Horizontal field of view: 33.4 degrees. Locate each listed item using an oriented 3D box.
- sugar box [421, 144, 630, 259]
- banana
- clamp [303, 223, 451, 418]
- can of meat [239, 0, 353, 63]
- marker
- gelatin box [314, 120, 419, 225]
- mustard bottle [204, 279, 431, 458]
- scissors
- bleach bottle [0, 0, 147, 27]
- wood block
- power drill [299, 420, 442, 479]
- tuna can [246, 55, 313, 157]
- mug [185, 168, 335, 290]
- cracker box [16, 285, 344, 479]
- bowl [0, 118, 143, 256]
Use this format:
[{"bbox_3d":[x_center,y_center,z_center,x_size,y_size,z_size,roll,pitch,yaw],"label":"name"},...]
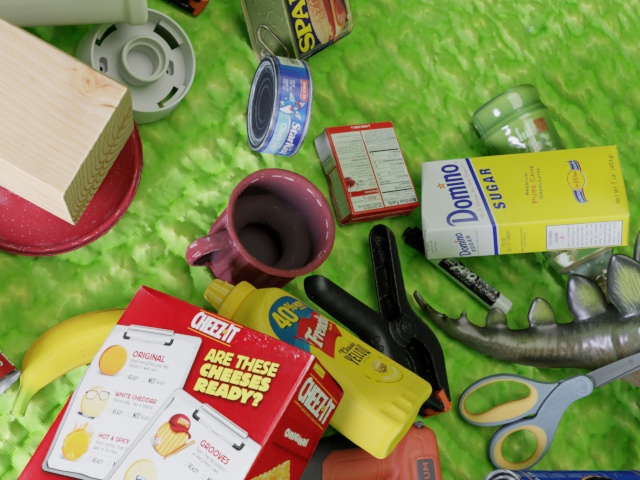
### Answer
[{"bbox_3d":[0.179,-0.035,0.950,0.176,0.048,0.093,-3,46,8],"label":"sugar box"},{"bbox_3d":[-0.148,0.086,0.832,0.197,0.037,0.069,-8,92,-25],"label":"banana"},{"bbox_3d":[0.064,0.070,0.921,0.171,0.039,0.120,55,50,-13],"label":"clamp"},{"bbox_3d":[-0.022,-0.216,0.972,0.083,0.058,0.102,-36,126,-34],"label":"can of meat"},{"bbox_3d":[0.125,0.028,0.983,0.121,0.020,0.020,38,60,-7],"label":"marker"},{"bbox_3d":[0.042,-0.062,0.975,0.073,0.030,0.089,-10,75,-28],"label":"gelatin box"},{"bbox_3d":[-0.010,0.089,0.833,0.192,0.058,0.096,33,23,12],"label":"mustard bottle"},{"bbox_3d":[0.221,0.145,0.921,0.202,0.016,0.096,-9,92,11],"label":"scissors"},{"bbox_3d":[-0.269,-0.204,0.845,0.250,0.068,0.102,-9,44,-11],"label":"bleach bottle"},{"bbox_3d":[-0.244,-0.106,0.752,0.206,0.090,0.090,28,75,0],"label":"wood block"},{"bbox_3d":[0.006,0.212,0.836,0.187,0.057,0.184,5,69,-23],"label":"power drill"},{"bbox_3d":[-0.037,-0.117,0.929,0.033,0.086,0.086,6,68,-21],"label":"tuna can"},{"bbox_3d":[-0.056,0.001,0.876,0.117,0.082,0.093,-16,78,-29],"label":"mug"},{"bbox_3d":[-0.106,0.156,0.732,0.164,0.072,0.213,19,68,32],"label":"cracker box"},{"bbox_3d":[-0.218,-0.071,0.824,0.162,0.055,0.162,2,77,-8],"label":"bowl"}]
